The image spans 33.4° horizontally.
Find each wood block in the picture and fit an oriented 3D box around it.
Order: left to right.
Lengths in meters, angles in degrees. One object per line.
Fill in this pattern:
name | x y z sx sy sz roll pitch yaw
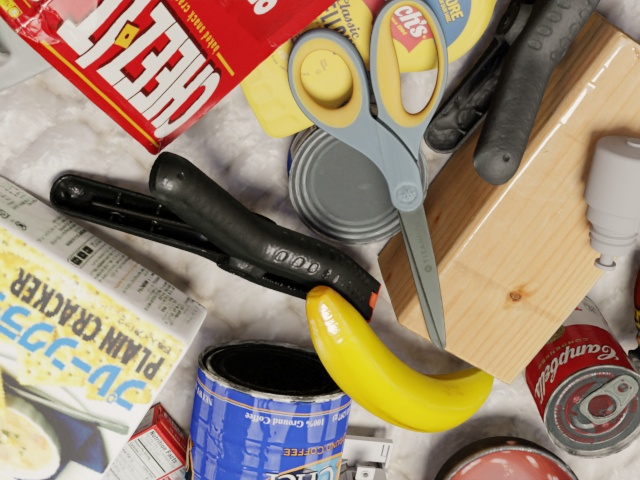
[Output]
wood block | 0.134 -0.029 0.644 0.090 0.090 0.206 29 110 -18

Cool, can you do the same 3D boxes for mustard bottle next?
mustard bottle | 0.038 -0.137 0.601 0.191 0.058 0.096 -23 101 6

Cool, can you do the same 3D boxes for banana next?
banana | 0.052 0.083 0.670 0.037 0.069 0.197 -7 161 40

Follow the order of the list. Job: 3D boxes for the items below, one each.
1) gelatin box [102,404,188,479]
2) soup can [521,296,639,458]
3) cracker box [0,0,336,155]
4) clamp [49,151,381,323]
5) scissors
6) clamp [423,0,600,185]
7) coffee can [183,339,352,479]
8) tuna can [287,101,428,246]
gelatin box | -0.129 0.166 0.749 0.089 0.030 0.073 -30 113 9
soup can | 0.165 0.083 0.692 0.068 0.102 0.068 -2 116 -4
cracker box | -0.042 -0.151 0.497 0.213 0.164 0.072 -41 72 0
clamp | -0.054 0.001 0.645 0.209 0.165 0.036 27 75 -36
scissors | 0.028 -0.035 0.592 0.096 0.016 0.202 2 106 0
clamp | 0.115 -0.112 0.611 0.039 0.120 0.171 30 88 -21
coffee can | -0.037 0.147 0.692 0.102 0.103 0.140 7 103 -8
tuna can | 0.022 -0.042 0.659 0.086 0.034 0.086 -2 116 -4
